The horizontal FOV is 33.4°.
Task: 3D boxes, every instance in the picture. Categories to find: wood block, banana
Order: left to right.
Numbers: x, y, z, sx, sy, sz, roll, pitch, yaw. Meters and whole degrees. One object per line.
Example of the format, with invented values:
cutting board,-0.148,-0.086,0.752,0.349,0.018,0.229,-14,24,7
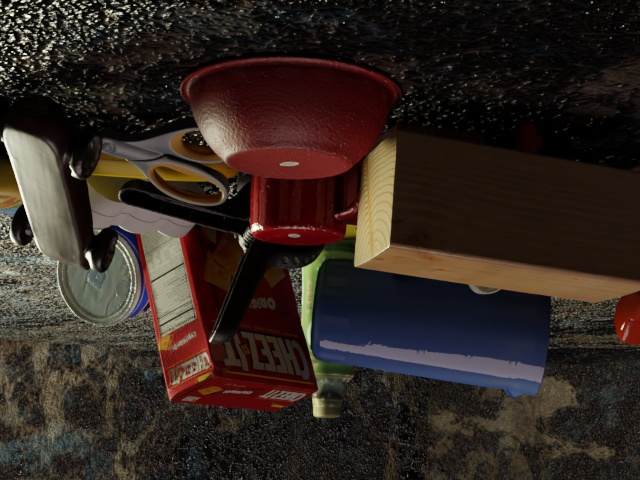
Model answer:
banana,-0.165,-0.072,0.899,0.197,0.037,0.069,4,-173,-7
wood block,0.139,-0.014,0.815,0.206,0.091,0.090,8,167,-13

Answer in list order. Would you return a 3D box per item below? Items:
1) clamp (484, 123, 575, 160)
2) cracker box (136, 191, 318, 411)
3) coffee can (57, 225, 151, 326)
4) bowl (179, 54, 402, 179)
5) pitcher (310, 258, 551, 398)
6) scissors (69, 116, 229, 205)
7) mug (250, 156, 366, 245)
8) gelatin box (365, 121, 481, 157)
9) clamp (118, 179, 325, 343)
clamp,0.181,-0.062,0.895,0.120,0.039,0.171,-9,172,-2
cracker box,-0.096,0.059,1.095,0.072,0.214,0.163,-30,153,29
coffee can,-0.198,0.028,1.147,0.103,0.103,0.140,-4,-174,27
bowl,-0.022,-0.081,0.770,0.162,0.055,0.162,2,170,0
pitcher,0.115,0.073,1.109,0.243,0.149,0.145,6,165,4
scissors,-0.151,-0.086,0.834,0.201,0.016,0.096,27,131,-25
mug,-0.008,-0.043,0.898,0.117,0.081,0.093,-5,167,32
gelatin box,0.081,-0.070,0.882,0.073,0.030,0.089,6,168,-17
clamp,-0.056,0.001,0.946,0.209,0.164,0.036,-13,156,-37
